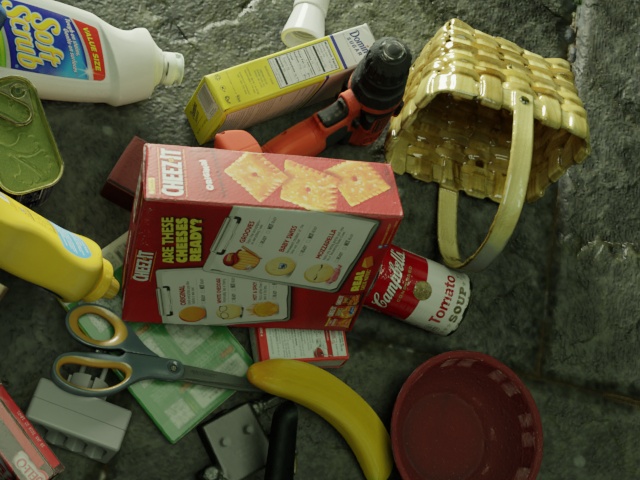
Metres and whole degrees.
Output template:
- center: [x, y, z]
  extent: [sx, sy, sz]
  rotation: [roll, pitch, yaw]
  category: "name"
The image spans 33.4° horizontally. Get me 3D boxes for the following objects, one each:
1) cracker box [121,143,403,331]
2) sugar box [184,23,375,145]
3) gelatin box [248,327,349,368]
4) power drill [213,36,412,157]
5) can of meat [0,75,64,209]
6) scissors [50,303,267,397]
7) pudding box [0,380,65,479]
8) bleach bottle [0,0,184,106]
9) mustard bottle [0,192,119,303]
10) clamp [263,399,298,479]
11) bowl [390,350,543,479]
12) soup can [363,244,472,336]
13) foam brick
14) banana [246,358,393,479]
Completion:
- center: [-0.056, 0.001, 0.920]
  extent: [0.213, 0.164, 0.072]
  rotation: [4, 49, -15]
  category: "cracker box"
- center: [-0.036, -0.151, 1.024]
  extent: [0.176, 0.093, 0.048]
  rotation: [-25, 86, -24]
  category: "sugar box"
- center: [-0.022, 0.084, 1.004]
  extent: [0.089, 0.030, 0.073]
  rotation: [-1, 66, -20]
  category: "gelatin box"
- center: [-0.006, -0.106, 0.986]
  extent: [0.187, 0.184, 0.057]
  rotation: [-28, 78, -14]
  category: "power drill"
- center: [-0.267, -0.081, 0.930]
  extent: [0.057, 0.084, 0.102]
  rotation: [-20, 85, -22]
  category: "can of meat"
- center: [-0.143, 0.098, 0.950]
  extent: [0.201, 0.016, 0.096]
  rotation: [0, 58, -32]
  category: "scissors"
- center: [-0.255, 0.164, 0.863]
  extent: [0.039, 0.114, 0.090]
  rotation: [-36, 91, -26]
  category: "pudding box"
- center: [-0.249, -0.179, 0.972]
  extent: [0.250, 0.068, 0.102]
  rotation: [4, 80, -21]
  category: "bleach bottle"
- center: [-0.238, 0.005, 0.883]
  extent: [0.058, 0.096, 0.191]
  rotation: [-56, 137, -1]
  category: "mustard bottle"
- center: [-0.024, 0.263, 0.943]
  extent: [0.164, 0.036, 0.210]
  rotation: [33, 86, -26]
  category: "clamp"
- center: [0.131, 0.189, 1.025]
  extent: [0.162, 0.055, 0.162]
  rotation: [5, 75, -20]
  category: "bowl"
- center: [0.088, 0.047, 1.037]
  extent: [0.102, 0.069, 0.068]
  rotation: [22, 72, -15]
  category: "soup can"
- center: [-0.155, -0.050, 0.981]
  extent: [0.078, 0.053, 0.051]
  rotation: [30, 70, -12]
  category: "foam brick"
- center: [0.012, 0.161, 0.980]
  extent: [0.197, 0.037, 0.069]
  rotation: [48, 40, -21]
  category: "banana"
